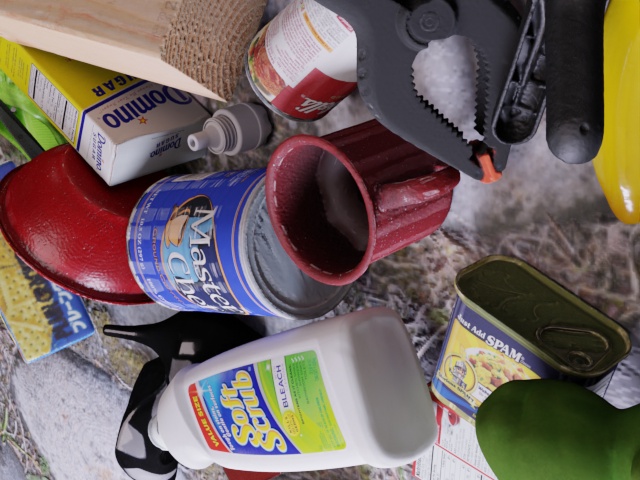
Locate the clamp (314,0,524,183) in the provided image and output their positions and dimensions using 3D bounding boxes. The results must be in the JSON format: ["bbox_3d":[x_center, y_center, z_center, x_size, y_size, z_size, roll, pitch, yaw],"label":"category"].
[{"bbox_3d":[0.043,-0.120,0.564,0.036,0.164,0.210,-100,-9,-65],"label":"clamp"}]

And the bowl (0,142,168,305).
[{"bbox_3d":[-0.161,-0.027,0.813,0.162,0.161,0.055,48,124,22],"label":"bowl"}]

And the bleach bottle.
[{"bbox_3d":[-0.038,0.121,0.744,0.251,0.067,0.102,-23,80,44],"label":"bleach bottle"}]

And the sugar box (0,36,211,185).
[{"bbox_3d":[-0.172,-0.120,0.825,0.176,0.093,0.048,41,134,27],"label":"sugar box"}]

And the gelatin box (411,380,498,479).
[{"bbox_3d":[0.102,0.138,0.688,0.089,0.030,0.073,27,127,39],"label":"gelatin box"}]

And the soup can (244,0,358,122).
[{"bbox_3d":[0.008,-0.124,0.640,0.102,0.068,0.068,-35,81,49],"label":"soup can"}]

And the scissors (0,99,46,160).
[{"bbox_3d":[-0.197,-0.051,0.887,0.202,0.096,0.016,64,155,9],"label":"scissors"}]

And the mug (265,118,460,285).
[{"bbox_3d":[0.034,-0.031,0.644,0.117,0.081,0.093,-10,100,50],"label":"mug"}]

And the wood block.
[{"bbox_3d":[-0.150,-0.170,0.722,0.206,0.090,0.090,19,88,27],"label":"wood block"}]

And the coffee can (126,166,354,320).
[{"bbox_3d":[-0.055,0.001,0.742,0.141,0.102,0.103,-1,107,49],"label":"coffee can"}]

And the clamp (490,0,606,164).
[{"bbox_3d":[0.118,-0.116,0.498,0.120,0.039,0.171,-118,33,-69],"label":"clamp"}]

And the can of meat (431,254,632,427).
[{"bbox_3d":[0.117,0.072,0.619,0.102,0.057,0.084,36,133,31],"label":"can of meat"}]
